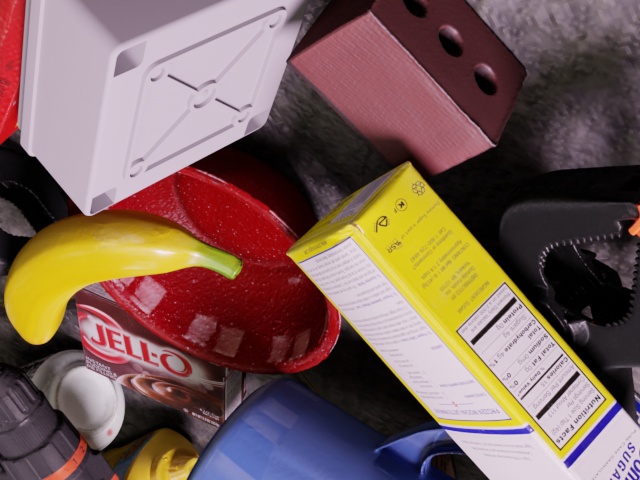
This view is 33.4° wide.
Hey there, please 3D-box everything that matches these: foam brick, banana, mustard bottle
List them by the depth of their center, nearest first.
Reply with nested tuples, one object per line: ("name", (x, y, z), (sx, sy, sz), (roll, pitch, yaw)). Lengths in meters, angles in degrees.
("foam brick", (0.037, -0.072, 0.443), (0.078, 0.053, 0.051), (43, 141, -18))
("banana", (-0.129, 0.020, 0.574), (0.198, 0.037, 0.069), (-17, 120, 45))
("mustard bottle", (-0.141, 0.193, 0.820), (0.058, 0.096, 0.192), (42, 141, -14))

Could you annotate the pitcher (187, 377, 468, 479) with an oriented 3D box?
("pitcher", (0.049, 0.173, 0.576), (0.243, 0.149, 0.145), (33, 155, 15))

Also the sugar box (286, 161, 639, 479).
("sugar box", (0.068, 0.051, 0.471), (0.176, 0.048, 0.093), (46, 162, -6))

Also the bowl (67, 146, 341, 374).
("bowl", (-0.054, 0.001, 0.580), (0.162, 0.055, 0.162), (18, 141, 15))

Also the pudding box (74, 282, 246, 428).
("pudding box", (-0.103, 0.067, 0.701), (0.113, 0.039, 0.090), (20, 141, 12))

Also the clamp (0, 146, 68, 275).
("clamp", (-0.215, -0.025, 0.610), (0.171, 0.120, 0.039), (40, 148, -19))

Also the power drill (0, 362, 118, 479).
("power drill", (-0.227, 0.159, 0.739), (0.188, 0.057, 0.184), (-4, 123, 37))
